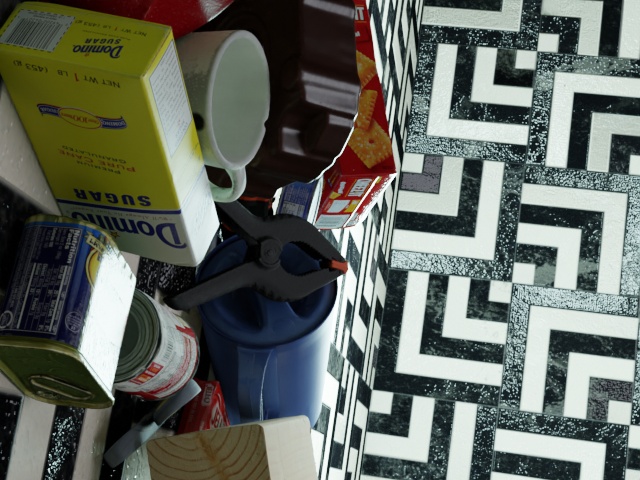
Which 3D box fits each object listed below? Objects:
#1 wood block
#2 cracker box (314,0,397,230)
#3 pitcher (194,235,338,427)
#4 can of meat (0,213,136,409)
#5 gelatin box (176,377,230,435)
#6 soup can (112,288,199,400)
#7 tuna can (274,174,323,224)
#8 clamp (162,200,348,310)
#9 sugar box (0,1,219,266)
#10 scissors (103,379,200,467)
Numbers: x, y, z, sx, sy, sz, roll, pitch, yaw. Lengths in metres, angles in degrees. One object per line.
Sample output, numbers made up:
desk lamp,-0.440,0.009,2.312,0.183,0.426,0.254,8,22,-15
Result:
wood block,-0.062,0.194,0.864,0.206,0.090,0.091,43,38,-78
cracker box,0.020,-0.138,1.198,0.164,0.072,0.214,122,-37,-66
pitcher,-0.053,0.118,1.069,0.149,0.145,0.243,-33,150,-23
can of meat,-0.150,0.044,0.633,0.102,0.057,0.084,80,16,-62
gelatin box,-0.113,0.187,1.037,0.089,0.030,0.073,85,14,-52
soup can,-0.129,0.073,0.743,0.102,0.068,0.068,61,37,-74
tuna can,-0.023,-0.032,1.090,0.086,0.034,0.086,15,89,-86
clamp,-0.056,0.001,0.942,0.039,0.171,0.120,7,-85,61
sugar box,-0.120,-0.055,0.625,0.176,0.093,0.048,84,24,-52
scissors,-0.118,0.130,0.869,0.096,0.016,0.201,-41,180,16
